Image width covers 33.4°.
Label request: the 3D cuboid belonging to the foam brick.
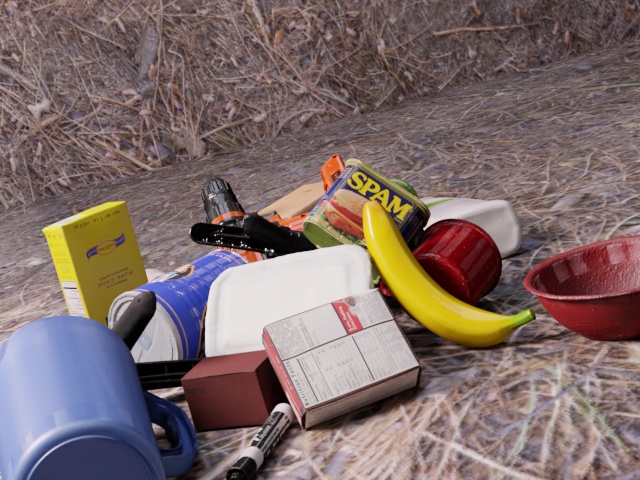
[{"bbox_3d":[-0.074,0.131,0.942,0.078,0.053,0.051,-9,13,24],"label":"foam brick"}]

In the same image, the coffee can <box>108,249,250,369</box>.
[{"bbox_3d":[-0.139,0.079,1.136,0.103,0.103,0.140,-4,16,41],"label":"coffee can"}]

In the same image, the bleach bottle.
[{"bbox_3d":[0.162,-0.022,1.336,0.102,0.068,0.251,-16,10,-6],"label":"bleach bottle"}]

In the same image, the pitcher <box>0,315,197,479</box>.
[{"bbox_3d":[-0.182,0.153,0.837,0.149,0.145,0.243,-30,19,-10],"label":"pitcher"}]

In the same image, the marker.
[{"bbox_3d":[-0.047,0.163,0.848,0.020,0.020,0.121,-10,13,20],"label":"marker"}]

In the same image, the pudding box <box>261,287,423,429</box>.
[{"bbox_3d":[0.018,0.098,0.906,0.113,0.090,0.039,-19,-31,-14],"label":"pudding box"}]

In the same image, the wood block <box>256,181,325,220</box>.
[{"bbox_3d":[-0.021,-0.014,1.447,0.091,0.090,0.205,-9,14,28],"label":"wood block"}]

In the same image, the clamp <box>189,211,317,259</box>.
[{"bbox_3d":[-0.058,0.001,1.190,0.120,0.039,0.171,3,-12,45],"label":"clamp"}]

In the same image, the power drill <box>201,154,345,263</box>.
[{"bbox_3d":[-0.045,-0.032,1.303,0.187,0.184,0.057,-25,-33,3],"label":"power drill"}]

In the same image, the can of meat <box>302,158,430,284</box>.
[{"bbox_3d":[0.044,-0.018,1.064,0.083,0.102,0.057,-52,-11,-22],"label":"can of meat"}]

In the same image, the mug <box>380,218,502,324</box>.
[{"bbox_3d":[0.114,0.036,1.064,0.117,0.093,0.081,-5,20,30],"label":"mug"}]

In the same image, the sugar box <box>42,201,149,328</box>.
[{"bbox_3d":[-0.239,0.053,1.196,0.048,0.176,0.093,-5,16,46],"label":"sugar box"}]

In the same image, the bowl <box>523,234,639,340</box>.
[{"bbox_3d":[0.262,0.045,0.927,0.162,0.055,0.162,-14,12,3],"label":"bowl"}]

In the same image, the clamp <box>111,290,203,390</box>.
[{"bbox_3d":[-0.195,0.131,1.023,0.210,0.164,0.036,-29,50,17],"label":"clamp"}]

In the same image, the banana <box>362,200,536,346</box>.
[{"bbox_3d":[0.103,0.041,0.985,0.198,0.069,0.037,37,3,24],"label":"banana"}]
